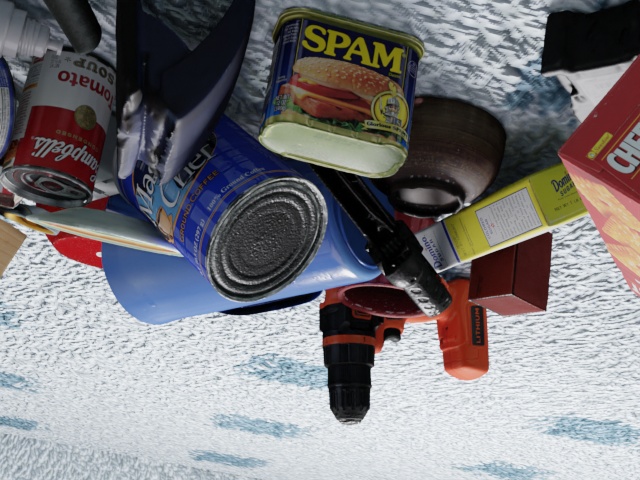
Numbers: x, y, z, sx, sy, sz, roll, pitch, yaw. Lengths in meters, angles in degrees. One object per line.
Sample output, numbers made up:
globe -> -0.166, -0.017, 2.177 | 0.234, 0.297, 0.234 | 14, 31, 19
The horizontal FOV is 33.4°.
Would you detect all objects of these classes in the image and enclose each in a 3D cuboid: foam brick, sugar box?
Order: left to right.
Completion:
sugar box -> 0.151, -0.020, 0.858 | 0.093, 0.048, 0.177 | -20, 178, -32
foam brick -> 0.172, 0.023, 0.968 | 0.051, 0.078, 0.053 | 24, 157, -36

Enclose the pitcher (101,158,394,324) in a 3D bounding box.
pitcher -> -0.056, 0.001, 0.933 | 0.243, 0.145, 0.149 | -9, -176, 33

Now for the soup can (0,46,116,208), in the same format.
soup can -> -0.193, -0.084, 0.794 | 0.068, 0.102, 0.068 | 8, 159, 3

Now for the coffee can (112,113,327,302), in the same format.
coffee can -> -0.077, -0.034, 0.791 | 0.140, 0.103, 0.102 | 40, -177, 40

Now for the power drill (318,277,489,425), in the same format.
power drill -> 0.084, 0.096, 1.072 | 0.187, 0.184, 0.057 | 11, 162, -33

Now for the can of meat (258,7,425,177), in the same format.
can of meat -> 0.013, -0.096, 0.708 | 0.102, 0.084, 0.057 | 13, 159, -11

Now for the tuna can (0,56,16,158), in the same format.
tuna can -> -0.251, -0.097, 0.762 | 0.033, 0.086, 0.086 | -6, 173, -42

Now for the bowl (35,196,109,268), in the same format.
bowl -> -0.214, -0.011, 1.061 | 0.162, 0.055, 0.162 | 7, 160, 3

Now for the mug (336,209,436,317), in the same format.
mug -> 0.073, 0.024, 1.000 | 0.093, 0.081, 0.117 | -9, 153, 38

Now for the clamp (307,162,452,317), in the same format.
clamp -> 0.057, 0.010, 0.790 | 0.036, 0.165, 0.209 | -36, 139, 5

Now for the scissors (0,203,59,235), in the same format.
scissors -> -0.330, -0.043, 1.024 | 0.202, 0.016, 0.096 | 15, 160, 32
